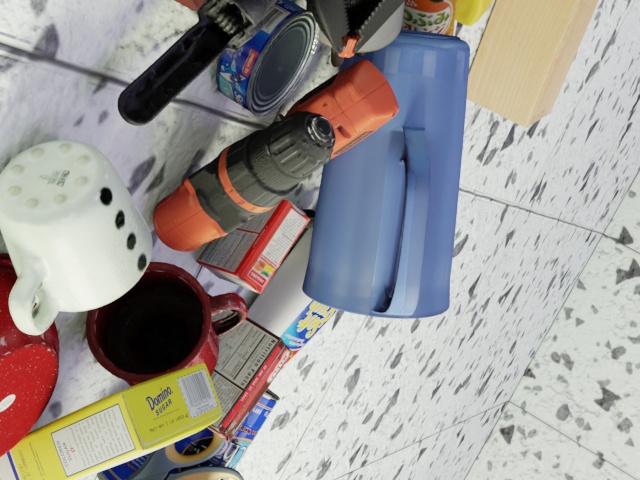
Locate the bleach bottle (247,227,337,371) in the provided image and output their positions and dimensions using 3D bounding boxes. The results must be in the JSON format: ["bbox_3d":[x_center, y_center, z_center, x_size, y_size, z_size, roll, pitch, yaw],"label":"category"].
[{"bbox_3d":[-0.030,0.074,1.059,0.250,0.068,0.102,-51,156,-15],"label":"bleach bottle"}]

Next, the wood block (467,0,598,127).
[{"bbox_3d":[0.248,-0.246,1.214,0.090,0.091,0.206,-31,145,-53],"label":"wood block"}]

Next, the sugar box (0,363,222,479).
[{"bbox_3d":[-0.162,0.139,0.736,0.176,0.048,0.093,-23,174,29],"label":"sugar box"}]

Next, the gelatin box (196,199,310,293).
[{"bbox_3d":[-0.056,0.001,0.873,0.030,0.089,0.073,39,77,-26],"label":"gelatin box"}]

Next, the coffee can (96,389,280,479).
[{"bbox_3d":[-0.115,0.172,0.938,0.140,0.103,0.102,-58,159,-4],"label":"coffee can"}]

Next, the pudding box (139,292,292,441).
[{"bbox_3d":[-0.093,0.095,0.869,0.090,0.114,0.039,-54,155,-14],"label":"pudding box"}]

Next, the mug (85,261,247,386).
[{"bbox_3d":[-0.111,0.069,0.812,0.117,0.093,0.081,-22,157,-5],"label":"mug"}]

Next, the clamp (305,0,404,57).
[{"bbox_3d":[0.030,-0.205,0.689,0.164,0.036,0.210,-8,145,-32],"label":"clamp"}]

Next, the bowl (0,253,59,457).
[{"bbox_3d":[-0.216,0.090,0.667,0.162,0.055,0.162,-48,156,-29],"label":"bowl"}]

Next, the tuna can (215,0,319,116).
[{"bbox_3d":[-0.039,-0.136,0.783,0.086,0.034,0.086,-51,163,-23],"label":"tuna can"}]

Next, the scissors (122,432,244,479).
[{"bbox_3d":[-0.157,0.186,0.862,0.016,0.201,0.096,-167,-98,-71],"label":"scissors"}]

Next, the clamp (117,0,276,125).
[{"bbox_3d":[-0.066,-0.133,0.679,0.120,0.039,0.171,-32,-167,22],"label":"clamp"}]

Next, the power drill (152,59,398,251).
[{"bbox_3d":[-0.020,-0.071,0.792,0.185,0.057,0.187,-26,-172,44],"label":"power drill"}]

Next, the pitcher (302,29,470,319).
[{"bbox_3d":[0.064,-0.057,0.922,0.144,0.149,0.243,-11,112,-51],"label":"pitcher"}]
